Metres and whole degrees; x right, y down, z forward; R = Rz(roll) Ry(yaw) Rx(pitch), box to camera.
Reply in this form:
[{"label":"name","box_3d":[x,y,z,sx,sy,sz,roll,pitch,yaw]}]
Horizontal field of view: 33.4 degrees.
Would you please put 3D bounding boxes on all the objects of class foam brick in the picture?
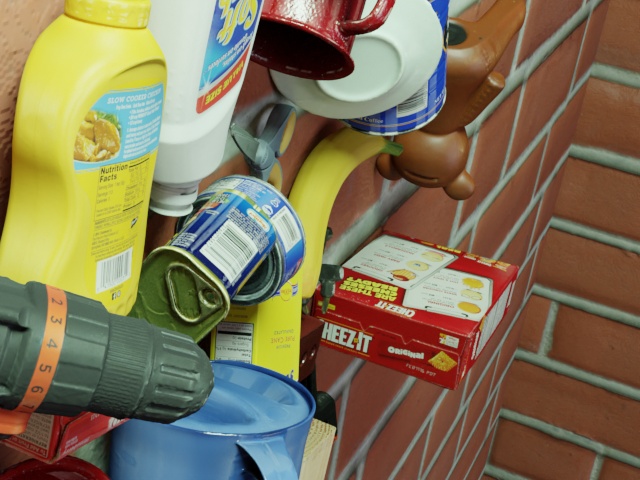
[{"label":"foam brick","box_3d":[-0.037,0.094,0.926,0.078,0.051,0.053,-27,133,-66]}]

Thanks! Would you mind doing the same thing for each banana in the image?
[{"label":"banana","box_3d":[0.009,-0.040,0.914,0.197,0.069,0.037,-56,-173,-32]}]

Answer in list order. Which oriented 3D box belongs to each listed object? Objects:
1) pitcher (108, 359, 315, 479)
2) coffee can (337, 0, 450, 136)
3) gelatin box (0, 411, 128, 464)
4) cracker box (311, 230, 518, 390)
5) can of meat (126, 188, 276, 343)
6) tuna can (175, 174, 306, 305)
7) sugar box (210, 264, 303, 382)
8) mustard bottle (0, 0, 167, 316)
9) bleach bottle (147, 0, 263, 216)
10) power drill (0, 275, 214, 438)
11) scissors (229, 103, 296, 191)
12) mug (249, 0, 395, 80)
[{"label":"pitcher","box_3d":[-0.080,0.211,0.709,0.149,0.145,0.243,-41,140,-74]},{"label":"coffee can","box_3d":[0.051,-0.168,0.844,0.140,0.103,0.102,85,29,-51]},{"label":"gelatin box","box_3d":[-0.143,0.072,0.522,0.073,0.089,0.030,-22,128,-67]},{"label":"cracker box","box_3d":[0.103,0.067,1.133,0.213,0.164,0.072,-37,140,-61]},{"label":"can of meat","box_3d":[-0.081,0.024,0.668,0.102,0.057,0.083,-43,-174,38]},{"label":"tuna can","box_3d":[-0.055,0.001,0.723,0.033,0.086,0.086,-45,149,-51]},{"label":"sugar box","box_3d":[-0.049,0.086,0.821,0.093,0.048,0.176,3,87,-70]},{"label":"mustard bottle","box_3d":[-0.116,-0.049,0.535,0.096,0.058,0.192,-29,135,-63]},{"label":"bleach bottle","box_3d":[-0.066,-0.133,0.601,0.102,0.068,0.251,-45,151,-58]},{"label":"power drill","box_3d":[-0.152,0.102,0.438,0.057,0.184,0.188,32,-77,66]},{"label":"scissors","box_3d":[-0.039,-0.077,0.759,0.202,0.016,0.096,86,19,-72]},{"label":"mug","box_3d":[-0.002,-0.159,0.683,0.093,0.117,0.081,29,73,-49]}]
